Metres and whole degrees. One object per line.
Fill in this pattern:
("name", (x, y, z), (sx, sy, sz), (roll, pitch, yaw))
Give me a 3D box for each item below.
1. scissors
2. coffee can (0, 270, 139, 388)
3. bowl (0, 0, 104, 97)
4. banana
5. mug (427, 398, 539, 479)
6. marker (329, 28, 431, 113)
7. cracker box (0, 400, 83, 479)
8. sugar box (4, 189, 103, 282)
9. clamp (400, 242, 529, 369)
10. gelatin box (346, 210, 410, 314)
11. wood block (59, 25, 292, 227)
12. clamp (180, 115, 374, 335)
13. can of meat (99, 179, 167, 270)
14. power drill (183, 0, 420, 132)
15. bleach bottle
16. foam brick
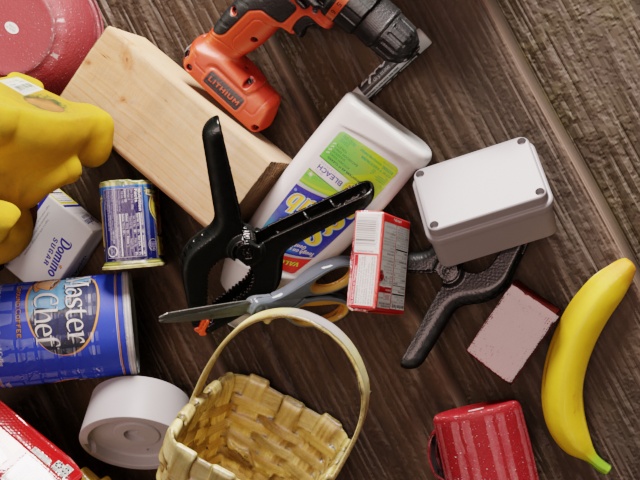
("scissors", (-0.042, 0.046, 0.962), (0.096, 0.201, 0.016), (-54, 49, 27))
("coffee can", (-0.252, 0.087, 1.040), (0.140, 0.103, 0.103), (-5, 92, -7))
("bowl", (-0.303, -0.208, 1.073), (0.162, 0.055, 0.162), (0, 92, 5))
("banana", (0.238, 0.111, 0.967), (0.069, 0.037, 0.198), (5, 96, -4))
("mug", (0.143, 0.194, 0.977), (0.117, 0.093, 0.081), (-19, 82, 52))
("marker", (0.055, -0.152, 1.009), (0.121, 0.020, 0.020), (-42, 82, 14))
("cracker box", (-0.326, 0.248, 1.059), (0.164, 0.072, 0.214), (37, 138, 11))
("sugar box", (-0.315, -0.028, 1.106), (0.176, 0.048, 0.093), (39, 102, 7))
("clamp", (0.112, 0.025, 0.994), (0.171, 0.039, 0.120), (-39, 77, 8))
("gelatin box", (0.053, 0.021, 0.959), (0.030, 0.073, 0.089), (4, 86, 25))
("wood block", (-0.136, -0.104, 1.028), (0.206, 0.090, 0.090), (40, 102, 10))
("clamp", (-0.056, 0.001, 0.964), (0.164, 0.036, 0.210), (16, 117, -15))
("can of meat", (-0.183, -0.014, 1.040), (0.057, 0.102, 0.084), (-5, 89, -5))
("power drill", (-0.025, -0.186, 0.973), (0.184, 0.057, 0.188), (43, 125, -4))
("bleach bottle", (-0.009, -0.013, 1.012), (0.102, 0.068, 0.251), (36, 107, -4))
("foam brick", (0.176, 0.082, 0.972), (0.051, 0.053, 0.078), (34, 100, 11))
